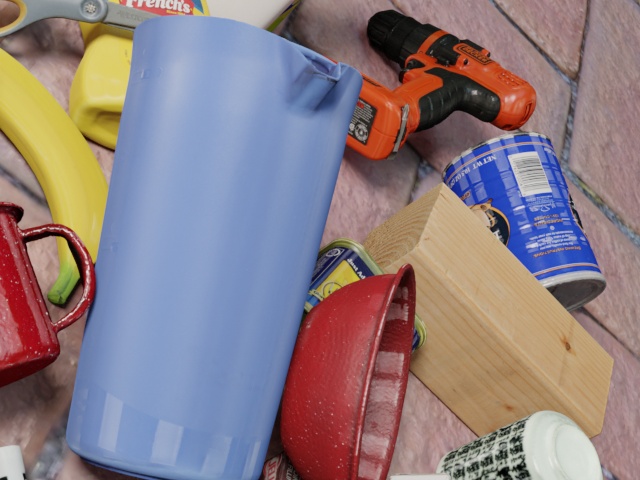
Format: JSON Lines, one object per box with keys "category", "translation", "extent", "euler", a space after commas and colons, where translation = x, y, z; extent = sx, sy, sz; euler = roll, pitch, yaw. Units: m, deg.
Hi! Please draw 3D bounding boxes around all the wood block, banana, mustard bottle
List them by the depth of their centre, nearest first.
{"category": "banana", "translation": [-0.179, -0.060, 0.653], "extent": [0.069, 0.037, 0.198], "euler": [-26, 83, -51]}
{"category": "mustard bottle", "translation": [-0.124, -0.151, 0.755], "extent": [0.096, 0.058, 0.191], "euler": [12, 54, -25]}
{"category": "wood block", "translation": [0.124, 0.069, 0.830], "extent": [0.206, 0.090, 0.090], "euler": [45, 39, -13]}

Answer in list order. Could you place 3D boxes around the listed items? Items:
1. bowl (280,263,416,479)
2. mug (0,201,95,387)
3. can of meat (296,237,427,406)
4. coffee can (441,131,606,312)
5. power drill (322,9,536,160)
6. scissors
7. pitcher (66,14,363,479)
{"category": "bowl", "translation": [0.015, 0.089, 0.639], "extent": [0.055, 0.162, 0.162], "euler": [10, 42, 13]}
{"category": "mug", "translation": [-0.172, 0.032, 0.545], "extent": [0.117, 0.093, 0.081], "euler": [-20, 82, -15]}
{"category": "can of meat", "translation": [0.016, 0.063, 0.750], "extent": [0.102, 0.058, 0.083], "euler": [51, 41, -6]}
{"category": "coffee can", "translation": [0.174, -0.008, 0.924], "extent": [0.102, 0.103, 0.140], "euler": [6, 59, -43]}
{"category": "power drill", "translation": [0.068, -0.139, 0.912], "extent": [0.185, 0.057, 0.187], "euler": [35, 40, 30]}
{"category": "scissors", "translation": [-0.155, -0.168, 0.678], "extent": [0.201, 0.016, 0.096], "euler": [-4, 104, -14]}
{"category": "pitcher", "translation": [-0.069, 0.008, 0.602], "extent": [0.149, 0.145, 0.243], "euler": [51, 50, -78]}
